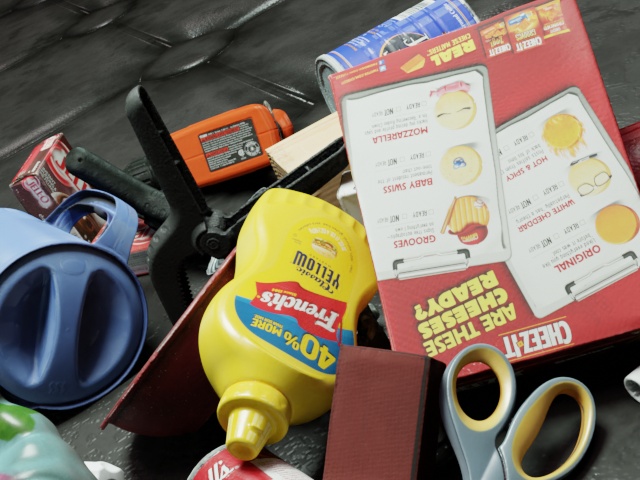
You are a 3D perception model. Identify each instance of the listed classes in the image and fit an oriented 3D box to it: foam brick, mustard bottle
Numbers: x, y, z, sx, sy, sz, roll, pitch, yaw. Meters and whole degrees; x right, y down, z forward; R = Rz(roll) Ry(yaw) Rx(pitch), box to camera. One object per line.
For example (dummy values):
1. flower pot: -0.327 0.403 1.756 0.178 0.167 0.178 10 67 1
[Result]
1. foam brick: 0.037 0.101 0.591 0.051 0.053 0.078 5 81 18
2. mustard bottle: -0.022 0.054 0.645 0.058 0.096 0.191 -50 13 40

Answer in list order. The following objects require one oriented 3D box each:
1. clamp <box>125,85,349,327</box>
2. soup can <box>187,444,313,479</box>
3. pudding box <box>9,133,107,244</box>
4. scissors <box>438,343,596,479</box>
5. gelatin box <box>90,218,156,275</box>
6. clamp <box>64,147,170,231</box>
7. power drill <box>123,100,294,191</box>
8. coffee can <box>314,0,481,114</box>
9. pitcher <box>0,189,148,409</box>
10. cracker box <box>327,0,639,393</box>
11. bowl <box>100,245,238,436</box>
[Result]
1. clamp: -0.087 -0.013 0.800 0.164 0.210 0.036 20 29 -7
2. soup can: -0.023 0.158 0.576 0.068 0.068 0.102 -37 29 -22
3. pudding box: -0.252 -0.038 1.061 0.039 0.113 0.090 -20 27 17
4. scissors: 0.069 0.130 0.551 0.201 0.096 0.016 -40 -13 -29
5. gelatin box: -0.178 0.004 1.017 0.089 0.030 0.073 -12 30 24
6. clamp: -0.143 -0.026 0.954 0.039 0.171 0.120 -61 -1 -3
7. power drill: -0.109 -0.083 1.020 0.184 0.057 0.188 -21 7 -3
8. coffee can: 0.080 -0.160 1.012 0.140 0.103 0.103 -30 28 -10
9. pitcher: -0.242 0.035 0.908 0.149 0.145 0.243 -17 19 -25
10. cracker box: 0.110 -0.025 0.662 0.164 0.072 0.214 -18 71 15
11. bowl: -0.080 0.078 0.732 0.162 0.055 0.162 -52 3 3
